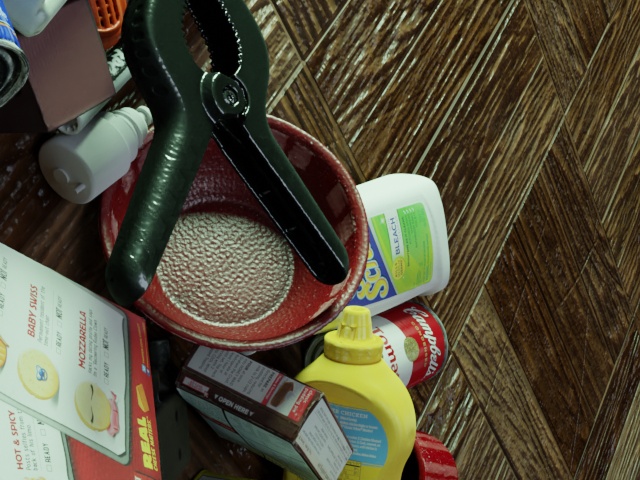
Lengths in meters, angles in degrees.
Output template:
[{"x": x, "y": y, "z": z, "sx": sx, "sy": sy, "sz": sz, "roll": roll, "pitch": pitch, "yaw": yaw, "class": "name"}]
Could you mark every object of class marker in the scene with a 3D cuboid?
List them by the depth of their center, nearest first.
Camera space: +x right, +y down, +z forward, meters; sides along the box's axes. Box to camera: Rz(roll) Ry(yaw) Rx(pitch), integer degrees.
[{"x": -0.115, "y": -0.099, "z": 0.611, "sx": 0.121, "sy": 0.020, "sz": 0.020, "roll": -61, "pitch": 137, "yaw": -48, "class": "marker"}]

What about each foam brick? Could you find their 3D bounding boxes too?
[{"x": -0.152, "y": -0.086, "z": 0.532, "sx": 0.051, "sy": 0.078, "sz": 0.053, "roll": -42, "pitch": 124, "yaw": -46, "class": "foam brick"}]

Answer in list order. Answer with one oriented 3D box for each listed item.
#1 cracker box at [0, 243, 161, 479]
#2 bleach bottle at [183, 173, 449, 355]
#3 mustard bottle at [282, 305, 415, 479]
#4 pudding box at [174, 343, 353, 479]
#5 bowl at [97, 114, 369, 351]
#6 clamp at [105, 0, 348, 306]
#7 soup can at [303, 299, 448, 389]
[{"x": -0.164, "y": 0.080, "z": 0.481, "sx": 0.213, "sy": 0.072, "sz": 0.164, "roll": 36, "pitch": 34, "yaw": -48, "class": "cracker box"}, {"x": -0.002, "y": 0.026, "z": 0.759, "sx": 0.250, "sy": 0.068, "sz": 0.102, "roll": -24, "pitch": 112, "yaw": -48, "class": "bleach bottle"}, {"x": 0.017, "y": 0.140, "z": 0.741, "sx": 0.058, "sy": 0.096, "sz": 0.192, "roll": -16, "pitch": 113, "yaw": -60, "class": "mustard bottle"}, {"x": -0.033, "y": 0.110, "z": 0.669, "sx": 0.039, "sy": 0.090, "sz": 0.113, "roll": -61, "pitch": 157, "yaw": -18, "class": "pudding box"}, {"x": -0.054, "y": 0.001, "z": 0.647, "sx": 0.162, "sy": 0.162, "sz": 0.055, "roll": -62, "pitch": 179, "yaw": -30, "class": "bowl"}, {"x": -0.064, "y": -0.065, "z": 0.557, "sx": 0.164, "sy": 0.036, "sz": 0.210, "roll": -13, "pitch": 87, "yaw": -51, "class": "clamp"}, {"x": 0.043, "y": 0.089, "z": 0.817, "sx": 0.102, "sy": 0.069, "sz": 0.068, "roll": -15, "pitch": 105, "yaw": -52, "class": "soup can"}]
